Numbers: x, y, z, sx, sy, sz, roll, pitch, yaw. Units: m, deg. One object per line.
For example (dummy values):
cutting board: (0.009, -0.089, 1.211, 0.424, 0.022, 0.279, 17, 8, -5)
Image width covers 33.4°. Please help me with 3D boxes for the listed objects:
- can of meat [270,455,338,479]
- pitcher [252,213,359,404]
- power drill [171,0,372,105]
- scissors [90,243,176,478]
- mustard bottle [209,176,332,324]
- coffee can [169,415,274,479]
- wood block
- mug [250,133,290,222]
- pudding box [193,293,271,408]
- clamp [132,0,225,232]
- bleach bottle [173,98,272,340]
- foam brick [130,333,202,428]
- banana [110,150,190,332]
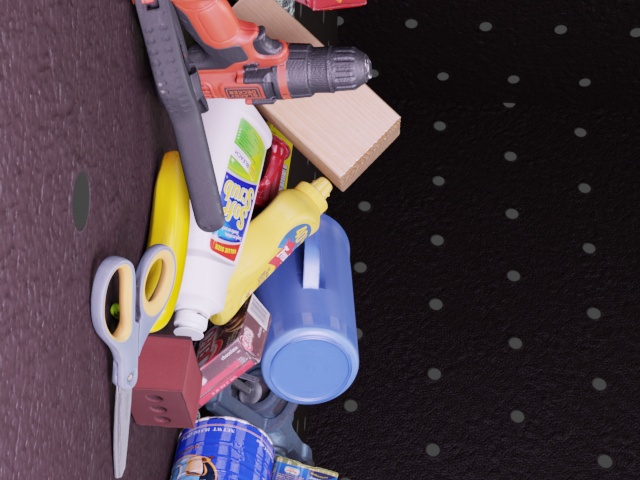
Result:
can of meat: (-0.026, 0.302, 1.244, 0.102, 0.058, 0.084, 36, 67, -60)
pitcher: (-0.020, 0.067, 1.246, 0.149, 0.145, 0.243, 47, 18, -28)
power drill: (-0.057, -0.186, 0.931, 0.187, 0.184, 0.057, 67, 24, -59)
scissors: (-0.138, 0.085, 0.817, 0.096, 0.016, 0.202, -46, 147, -42)
mustard bottle: (-0.057, 0.002, 1.126, 0.191, 0.058, 0.096, -46, 168, -18)
coffee can: (-0.103, 0.260, 1.054, 0.140, 0.103, 0.103, -83, 174, -49)
wood block: (-0.021, -0.158, 1.127, 0.091, 0.206, 0.090, -46, 173, -3)
mug: (-0.078, -0.073, 1.178, 0.117, 0.093, 0.081, -17, -123, 52)
pudding box: (-0.099, 0.115, 1.120, 0.039, 0.090, 0.113, 48, 18, -12)
clamp: (-0.114, -0.118, 0.874, 0.210, 0.036, 0.164, 78, -2, -55)
bleach bottle: (-0.105, -0.019, 1.043, 0.102, 0.068, 0.250, 55, 36, -54)
foam brick: (-0.131, 0.118, 0.890, 0.078, 0.053, 0.051, 85, 8, -57)
banana: (-0.133, 0.010, 0.892, 0.197, 0.037, 0.070, -83, 175, -46)
